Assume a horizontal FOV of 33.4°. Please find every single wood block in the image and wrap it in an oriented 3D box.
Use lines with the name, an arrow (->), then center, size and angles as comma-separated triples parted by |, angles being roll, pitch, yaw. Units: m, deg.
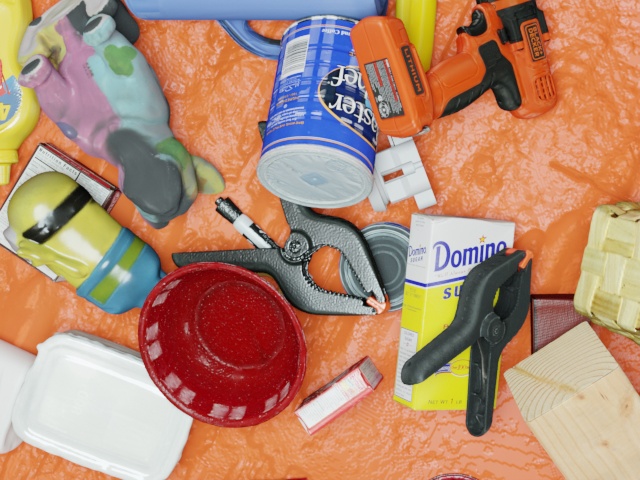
wood block -> 0.258, 0.187, 0.930 | 0.090, 0.091, 0.206 | -34, 109, 9

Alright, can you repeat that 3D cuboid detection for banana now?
banana -> 0.083, -0.209, 0.981 | 0.037, 0.069, 0.198 | 6, 102, 24

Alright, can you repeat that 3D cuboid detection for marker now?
marker -> -0.057, 0.001, 1.037 | 0.121, 0.020, 0.020 | 43, 98, 4

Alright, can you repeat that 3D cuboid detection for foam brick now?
foam brick -> 0.221, 0.089, 0.984 | 0.051, 0.053, 0.078 | -1, 94, 9

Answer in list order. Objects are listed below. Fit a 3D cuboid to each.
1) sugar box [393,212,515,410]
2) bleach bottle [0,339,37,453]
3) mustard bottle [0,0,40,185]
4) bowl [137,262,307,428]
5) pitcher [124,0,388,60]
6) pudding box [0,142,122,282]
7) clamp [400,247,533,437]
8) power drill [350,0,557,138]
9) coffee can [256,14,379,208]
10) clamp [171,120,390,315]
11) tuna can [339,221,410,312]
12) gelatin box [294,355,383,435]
sugar box -> 0.123, 0.065, 0.982 | 0.093, 0.048, 0.176 | 3, 97, -26
bleach bottle -> -0.406, 0.120, 1.076 | 0.251, 0.068, 0.102 | 21, 94, 9
mustard bottle -> -0.326, -0.150, 1.051 | 0.096, 0.058, 0.191 | -5, 93, 9
bowl -> -0.083, 0.088, 0.979 | 0.162, 0.055, 0.162 | 5, 109, 15
pitcher -> -0.057, -0.252, 0.978 | 0.243, 0.145, 0.149 | -1, 79, 12
pudding box -> -0.265, -0.028, 1.058 | 0.090, 0.039, 0.113 | 34, 95, 4
clamp -> 0.134, 0.077, 0.936 | 0.039, 0.120, 0.171 | 9, 75, 44
power drill -> 0.119, -0.179, 0.933 | 0.187, 0.057, 0.184 | -22, 98, -29
coffee can -> 0.004, -0.114, 0.953 | 0.103, 0.103, 0.140 | 5, 65, 8
clamp -> -0.019, -0.004, 0.995 | 0.210, 0.036, 0.164 | 28, 95, 14
tuna can -> 0.061, 0.025, 1.013 | 0.086, 0.033, 0.086 | 0, 93, 9
gelatin box -> 0.018, 0.143, 0.998 | 0.073, 0.089, 0.030 | -36, 86, 8
